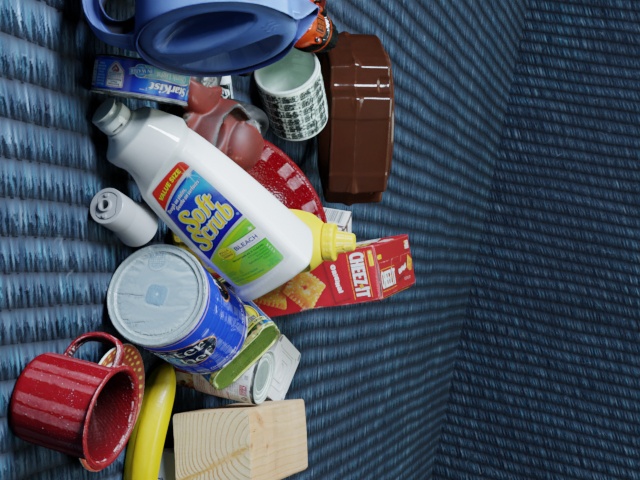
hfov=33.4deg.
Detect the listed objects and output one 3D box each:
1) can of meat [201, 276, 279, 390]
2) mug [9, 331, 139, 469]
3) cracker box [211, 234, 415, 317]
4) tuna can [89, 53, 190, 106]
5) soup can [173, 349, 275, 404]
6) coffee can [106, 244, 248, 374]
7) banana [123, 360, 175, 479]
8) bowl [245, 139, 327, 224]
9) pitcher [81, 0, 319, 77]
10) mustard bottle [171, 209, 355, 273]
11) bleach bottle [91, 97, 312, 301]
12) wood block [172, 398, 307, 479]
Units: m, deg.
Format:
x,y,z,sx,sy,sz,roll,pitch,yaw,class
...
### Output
x,y,z,sx,sy,sz,roll,pitch,yaw,class
-0.108,0.104,1.185,0.102,0.084,0.057,-43,155,-9,can of meat
-0.214,0.135,0.943,0.093,0.082,0.117,61,44,-64,mug
-0.008,0.048,1.300,0.164,0.214,0.072,-16,96,-70,cracker box
-0.157,-0.141,0.936,0.086,0.086,0.034,-5,105,-72,tuna can
-0.111,0.147,1.237,0.068,0.102,0.068,11,90,-72,soup can
-0.143,0.073,1.090,0.140,0.103,0.103,54,50,-67,coffee can
-0.184,0.220,1.165,0.069,0.037,0.198,22,80,-72,banana
-0.063,-0.043,1.262,0.162,0.055,0.162,40,29,-28,bowl
-0.106,-0.266,0.882,0.149,0.145,0.243,9,68,-45,pitcher
-0.058,0.001,1.153,0.096,0.192,0.058,73,21,-56,mustard bottle
-0.120,-0.043,1.017,0.250,0.103,0.068,41,32,-33,bleach bottle
-0.089,0.240,1.263,0.206,0.091,0.090,16,70,-73,wood block
